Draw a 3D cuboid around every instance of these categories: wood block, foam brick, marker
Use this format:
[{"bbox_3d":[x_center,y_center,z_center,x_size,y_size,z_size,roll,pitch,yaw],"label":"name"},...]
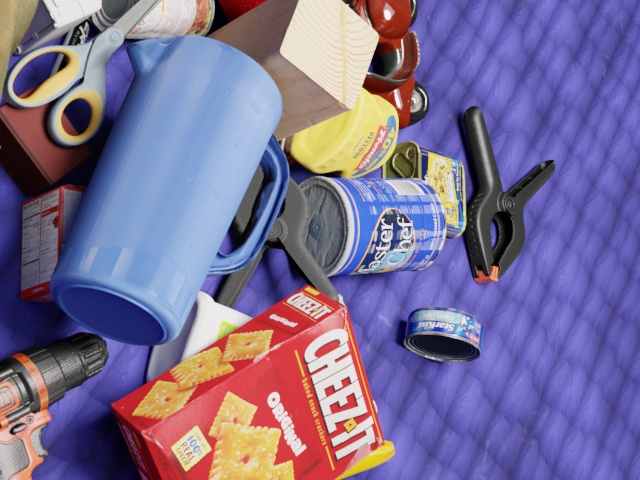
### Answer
[{"bbox_3d":[-0.055,-0.151,0.993,0.090,0.207,0.090,35,59,-28],"label":"wood block"},{"bbox_3d":[-0.248,-0.086,0.919,0.051,0.053,0.078,-46,111,-37],"label":"foam brick"},{"bbox_3d":[-0.225,-0.187,0.983,0.020,0.020,0.121,30,62,-32],"label":"marker"}]

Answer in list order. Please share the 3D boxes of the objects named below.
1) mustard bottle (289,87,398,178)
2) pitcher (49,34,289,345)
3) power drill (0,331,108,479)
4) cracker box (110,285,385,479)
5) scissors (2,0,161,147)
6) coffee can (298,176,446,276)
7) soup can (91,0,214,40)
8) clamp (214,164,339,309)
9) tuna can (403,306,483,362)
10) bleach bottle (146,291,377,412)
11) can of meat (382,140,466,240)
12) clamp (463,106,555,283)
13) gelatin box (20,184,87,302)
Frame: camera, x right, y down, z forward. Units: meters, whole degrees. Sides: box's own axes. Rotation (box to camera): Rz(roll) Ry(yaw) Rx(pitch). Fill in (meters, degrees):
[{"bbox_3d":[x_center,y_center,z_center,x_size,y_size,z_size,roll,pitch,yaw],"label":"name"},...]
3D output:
[{"bbox_3d":[0.037,-0.110,1.126,0.058,0.096,0.191,37,10,17],"label":"mustard bottle"},{"bbox_3d":[-0.120,-0.034,0.883,0.149,0.145,0.242,14,60,7],"label":"pitcher"},{"bbox_3d":[-0.226,0.185,0.873,0.184,0.057,0.187,-26,94,-37],"label":"power drill"},{"bbox_3d":[-0.056,0.165,0.944,0.213,0.072,0.164,-30,121,-24],"label":"cracker box"},{"bbox_3d":[-0.179,-0.154,0.925,0.201,0.016,0.096,-34,110,-29],"label":"scissors"},{"bbox_3d":[0.047,-0.015,1.117,0.140,0.103,0.103,-2,81,-41],"label":"coffee can"},{"bbox_3d":[-0.158,-0.221,1.001,0.102,0.069,0.068,-8,85,-53],"label":"soup can"},{"bbox_3d":[-0.057,0.001,1.055,0.120,0.039,0.171,-10,70,-11],"label":"clamp"},{"bbox_3d":[0.136,0.104,1.175,0.086,0.086,0.033,28,62,-32],"label":"tuna can"},{"bbox_3d":[-0.041,0.131,1.032,0.250,0.068,0.102,23,80,-36],"label":"bleach bottle"},{"bbox_3d":[0.120,-0.054,1.218,0.083,0.058,0.102,11,73,-40],"label":"can of meat"},{"bbox_3d":[0.228,-0.044,1.319,0.164,0.036,0.210,20,70,-35],"label":"clamp"},{"bbox_3d":[-0.225,0.003,0.904,0.030,0.073,0.089,9,73,-39],"label":"gelatin box"}]
